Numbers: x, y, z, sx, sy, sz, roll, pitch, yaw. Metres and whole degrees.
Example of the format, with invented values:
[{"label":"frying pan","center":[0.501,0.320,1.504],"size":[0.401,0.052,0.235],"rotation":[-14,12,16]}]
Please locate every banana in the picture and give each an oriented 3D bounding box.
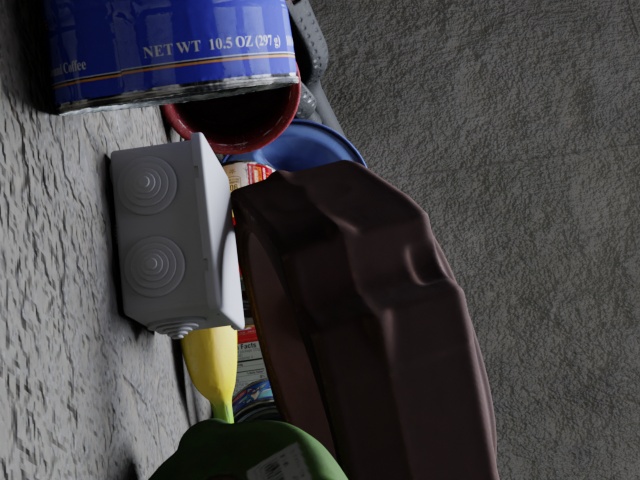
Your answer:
[{"label":"banana","center":[-0.074,0.021,0.682],"size":[0.070,0.037,0.198],"rotation":[104,-16,-55]}]

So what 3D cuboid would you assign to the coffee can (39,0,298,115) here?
[{"label":"coffee can","center":[-0.069,-0.128,0.440],"size":[0.103,0.103,0.140],"rotation":[-77,159,-83]}]

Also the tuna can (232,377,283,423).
[{"label":"tuna can","center":[-0.028,0.141,0.747],"size":[0.033,0.086,0.086],"rotation":[-84,166,-71]}]

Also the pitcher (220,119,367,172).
[{"label":"pitcher","center":[-0.030,-0.042,0.978],"size":[0.243,0.145,0.149],"rotation":[-165,-94,-89]}]

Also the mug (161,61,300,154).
[{"label":"mug","center":[-0.068,-0.107,0.734],"size":[0.081,0.093,0.117],"rotation":[-103,-146,-61]}]
